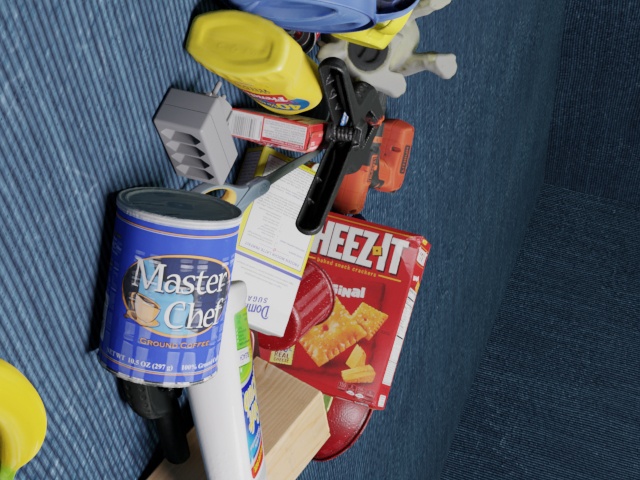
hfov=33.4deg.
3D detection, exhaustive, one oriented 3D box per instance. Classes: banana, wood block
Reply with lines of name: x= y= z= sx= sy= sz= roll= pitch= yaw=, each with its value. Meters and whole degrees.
banana: x=-0.228 y=0.114 z=0.728 sx=0.198 sy=0.037 sz=0.069 roll=77 pitch=30 yaw=-57
wood block: x=-0.090 y=0.233 z=1.092 sx=0.205 sy=0.091 sz=0.090 roll=-48 pitch=147 yaw=-30

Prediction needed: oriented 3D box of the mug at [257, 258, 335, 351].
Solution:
mug: x=-0.049 y=0.080 z=1.215 sx=0.117 sy=0.093 sz=0.081 roll=-43 pitch=179 yaw=35

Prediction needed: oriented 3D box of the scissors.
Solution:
scissors: x=-0.069 y=-0.034 z=1.049 sx=0.201 sy=0.016 sz=0.096 roll=-20 pitch=133 yaw=-47

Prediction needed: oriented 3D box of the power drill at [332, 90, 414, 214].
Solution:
power drill: x=0.074 y=-0.131 z=1.466 sx=0.187 sy=0.057 sz=0.184 roll=-14 pitch=121 yaw=-68

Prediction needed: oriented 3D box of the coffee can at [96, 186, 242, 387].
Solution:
coffee can: x=-0.125 y=0.036 z=0.881 sx=0.102 sy=0.103 sz=0.140 roll=-28 pitch=130 yaw=-68

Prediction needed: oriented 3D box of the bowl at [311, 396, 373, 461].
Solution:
bowl: x=0.001 y=0.207 z=1.416 sx=0.055 sy=0.162 sz=0.162 roll=32 pitch=68 yaw=-32

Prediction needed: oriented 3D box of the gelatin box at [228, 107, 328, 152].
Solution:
gelatin box: x=-0.039 y=-0.110 z=1.059 sx=0.073 sy=0.089 sz=0.030 roll=-22 pitch=125 yaw=-69

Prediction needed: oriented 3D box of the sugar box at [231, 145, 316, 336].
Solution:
sugar box: x=-0.058 y=0.001 z=1.098 sx=0.093 sy=0.048 sz=0.176 roll=25 pitch=79 yaw=-30

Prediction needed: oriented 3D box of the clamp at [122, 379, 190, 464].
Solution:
clamp: x=-0.145 y=0.127 z=1.007 sx=0.171 sy=0.039 sz=0.120 roll=75 pitch=16 yaw=-56

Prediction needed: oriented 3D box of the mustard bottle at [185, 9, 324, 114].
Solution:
mustard bottle: x=-0.046 y=-0.156 z=0.986 sx=0.191 sy=0.096 sz=0.058 roll=21 pitch=84 yaw=-73

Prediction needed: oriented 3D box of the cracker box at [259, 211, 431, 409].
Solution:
cracker box: x=0.024 y=0.080 z=1.290 sx=0.072 sy=0.164 sz=0.213 roll=38 pitch=68 yaw=-74

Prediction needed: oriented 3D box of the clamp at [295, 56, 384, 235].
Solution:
clamp: x=0.022 y=-0.095 z=1.041 sx=0.209 sy=0.036 sz=0.164 roll=-28 pitch=131 yaw=-73

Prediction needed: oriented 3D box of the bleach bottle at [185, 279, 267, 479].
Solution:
bleach bottle: x=-0.086 y=0.167 z=0.994 sx=0.102 sy=0.068 sz=0.251 roll=-20 pitch=100 yaw=-83
